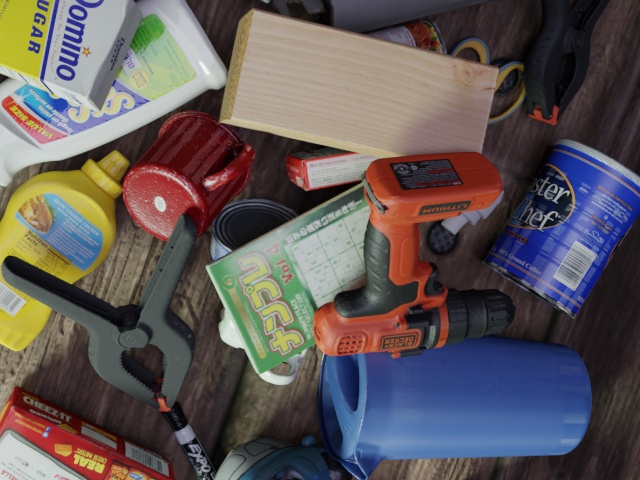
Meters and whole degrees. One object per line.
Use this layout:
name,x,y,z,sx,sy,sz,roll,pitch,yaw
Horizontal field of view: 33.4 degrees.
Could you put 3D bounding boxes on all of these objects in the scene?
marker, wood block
marker,-0.118,0.204,1.014,0.020,0.020,0.121,-28,104,-7
wood block,0.029,-0.121,0.885,0.206,0.090,0.091,11,93,-12

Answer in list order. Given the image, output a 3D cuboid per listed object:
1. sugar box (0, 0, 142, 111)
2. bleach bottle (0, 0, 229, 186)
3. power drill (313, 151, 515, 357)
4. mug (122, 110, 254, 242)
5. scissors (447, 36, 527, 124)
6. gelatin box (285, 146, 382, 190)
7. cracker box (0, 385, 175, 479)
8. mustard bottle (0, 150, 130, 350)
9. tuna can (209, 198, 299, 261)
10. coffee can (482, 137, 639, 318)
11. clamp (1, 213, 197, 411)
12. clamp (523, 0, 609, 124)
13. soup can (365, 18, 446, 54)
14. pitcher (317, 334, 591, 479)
sugar box,-0.245,-0.180,0.869,0.176,0.048,0.093,20,82,8
bleach bottle,-0.209,-0.115,0.917,0.250,0.068,0.102,-32,101,-4
power drill,0.092,0.018,0.881,0.184,0.057,0.188,-6,130,-18
mug,-0.107,-0.054,0.911,0.117,0.081,0.093,-12,120,33
scissors,0.115,-0.112,1.017,0.201,0.016,0.096,-41,104,-4
gelatin box,0.018,-0.069,0.971,0.089,0.073,0.030,-11,101,-11
cracker box,-0.254,0.264,0.967,0.164,0.072,0.214,29,93,-15
mustard bottle,-0.236,-0.003,0.931,0.096,0.058,0.191,42,88,-23
tuna can,-0.056,0.001,0.959,0.086,0.086,0.034,1,130,-13
coffee can,0.235,-0.012,1.016,0.102,0.103,0.140,31,91,-16
clamp,-0.175,0.072,0.929,0.164,0.036,0.210,-7,129,-2
clamp,0.223,-0.197,0.997,0.120,0.039,0.171,11,100,-38
soup can,0.057,-0.157,0.968,0.102,0.068,0.068,-15,102,-10
pitcher,0.126,0.135,1.012,0.242,0.145,0.149,5,110,-18
